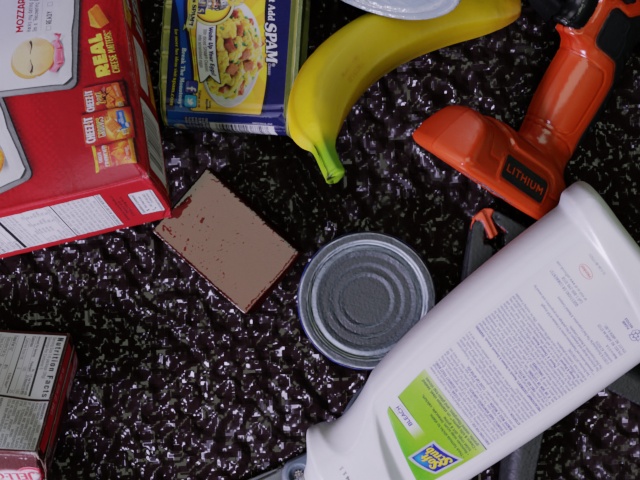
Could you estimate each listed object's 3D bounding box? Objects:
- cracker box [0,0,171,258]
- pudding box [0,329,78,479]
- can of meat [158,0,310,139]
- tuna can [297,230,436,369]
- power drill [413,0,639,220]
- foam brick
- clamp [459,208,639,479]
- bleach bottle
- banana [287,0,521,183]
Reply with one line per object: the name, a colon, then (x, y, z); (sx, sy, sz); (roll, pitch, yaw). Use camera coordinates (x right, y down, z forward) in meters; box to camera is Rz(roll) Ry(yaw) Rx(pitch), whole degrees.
cracker box: (-0.204, -0.072, 0.628); (0.213, 0.072, 0.164); (-14, 68, 2)
pudding box: (-0.210, 0.097, 0.639); (0.113, 0.039, 0.090); (5, 45, 0)
can of meat: (-0.051, -0.114, 0.651); (0.084, 0.057, 0.102); (4, 90, 3)
tuna can: (0.028, 0.036, 0.657); (0.086, 0.034, 0.086); (0, 89, 2)
power drill: (0.135, -0.115, 0.603); (0.184, 0.057, 0.188); (29, 98, -41)
foam brick: (-0.054, 0.001, 0.651); (0.078, 0.053, 0.051); (42, 90, 1)
clamp: (0.154, 0.073, 0.651); (0.164, 0.036, 0.210); (-19, 88, 2)
bleach bottle: (0.077, 0.080, 0.611); (0.251, 0.068, 0.102); (-37, 90, 10)
banana: (0.041, -0.105, 0.628); (0.069, 0.037, 0.197); (41, 60, 8)
